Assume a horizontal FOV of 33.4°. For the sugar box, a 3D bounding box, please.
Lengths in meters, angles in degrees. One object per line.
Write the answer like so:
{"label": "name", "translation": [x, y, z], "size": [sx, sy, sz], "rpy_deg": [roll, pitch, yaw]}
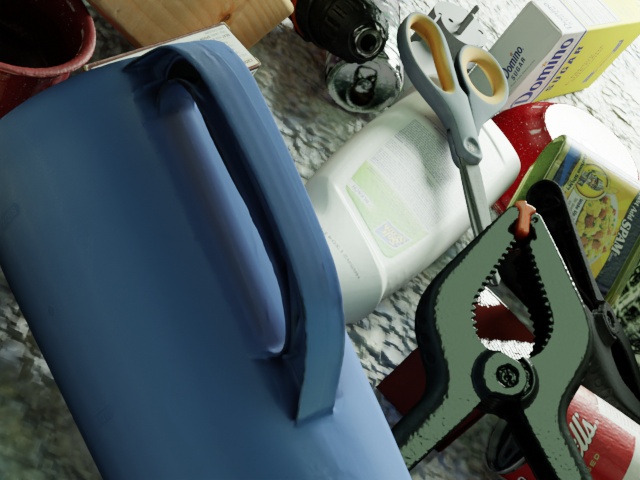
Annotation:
{"label": "sugar box", "translation": [0.206, -0.163, 0.911], "size": [0.175, 0.093, 0.048], "rpy_deg": [-23, 69, -48]}

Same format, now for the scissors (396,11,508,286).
{"label": "scissors", "translation": [0.104, -0.061, 0.681], "size": [0.096, 0.016, 0.202], "rpy_deg": [0, 61, -39]}

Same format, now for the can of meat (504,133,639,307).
{"label": "can of meat", "translation": [0.175, -0.010, 0.734], "size": [0.084, 0.057, 0.102], "rpy_deg": [31, 80, -6]}

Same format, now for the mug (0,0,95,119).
{"label": "mug", "translation": [-0.168, -0.095, 0.546], "size": [0.093, 0.082, 0.117], "rpy_deg": [33, 39, -8]}

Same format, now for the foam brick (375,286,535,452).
{"label": "foam brick", "translation": [0.081, 0.072, 0.607], "size": [0.051, 0.053, 0.078], "rpy_deg": [46, 38, 8]}

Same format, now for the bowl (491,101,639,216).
{"label": "bowl", "translation": [0.191, -0.054, 0.821], "size": [0.162, 0.055, 0.162], "rpy_deg": [22, 41, -21]}

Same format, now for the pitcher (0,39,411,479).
{"label": "pitcher", "translation": [-0.043, 0.047, 0.444], "size": [0.243, 0.145, 0.149], "rpy_deg": [63, 6, 15]}

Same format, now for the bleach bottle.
{"label": "bleach bottle", "translation": [0.030, -0.021, 0.651], "size": [0.102, 0.068, 0.250], "rpy_deg": [47, 41, 6]}

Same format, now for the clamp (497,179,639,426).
{"label": "clamp", "translation": [0.157, 0.053, 0.651], "size": [0.120, 0.039, 0.171], "rpy_deg": [-33, 97, -54]}

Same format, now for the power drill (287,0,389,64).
{"label": "power drill", "translation": [-0.030, -0.210, 0.697], "size": [0.187, 0.057, 0.184], "rpy_deg": [58, -3, -33]}

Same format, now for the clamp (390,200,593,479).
{"label": "clamp", "translation": [0.080, 0.077, 0.540], "size": [0.164, 0.036, 0.210], "rpy_deg": [8, 66, -7]}
